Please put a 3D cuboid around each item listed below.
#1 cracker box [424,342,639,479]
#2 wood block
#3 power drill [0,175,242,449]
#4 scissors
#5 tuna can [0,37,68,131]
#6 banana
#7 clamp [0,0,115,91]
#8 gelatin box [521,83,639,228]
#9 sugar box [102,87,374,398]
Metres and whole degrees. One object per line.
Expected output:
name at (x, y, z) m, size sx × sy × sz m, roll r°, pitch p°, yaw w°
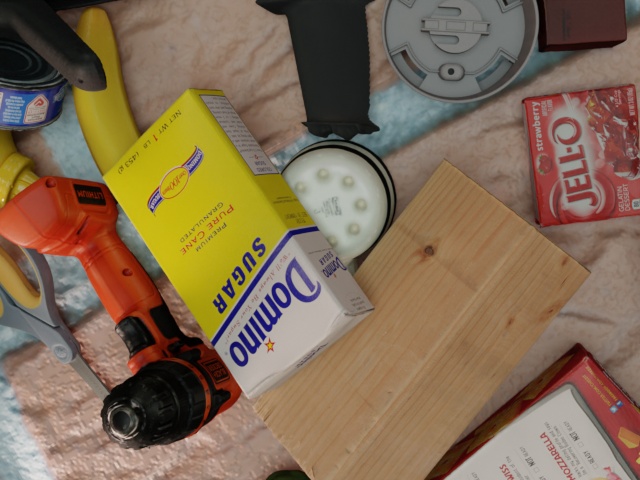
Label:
cracker box at (0.153, 0.201, 0.728) m, size 0.214 × 0.072 × 0.164 m, roll -43°, pitch 86°, yaw 9°
wood block at (0.064, 0.065, 0.694) m, size 0.206 × 0.090 × 0.091 m, roll -52°, pitch 49°, yaw 7°
power drill at (-0.133, 0.048, 0.693) m, size 0.057 × 0.184 × 0.188 m, roll -36°, pitch 83°, yaw 8°
scissors at (-0.203, 0.075, 0.774) m, size 0.096 × 0.016 × 0.201 m, roll -13°, pitch 111°, yaw 29°
tuna can at (-0.213, -0.111, 0.718) m, size 0.086 × 0.086 × 0.034 m, roll 24°, pitch 122°, yaw 2°
banana at (-0.126, -0.066, 0.746) m, size 0.069 × 0.037 × 0.198 m, roll -36°, pitch 93°, yaw -9°
clamp at (-0.185, -0.165, 0.712) m, size 0.210 × 0.164 × 0.036 m, roll 16°, pitch 133°, yaw 22°
gelatin box at (0.177, -0.056, 0.718) m, size 0.073 × 0.030 × 0.089 m, roll -7°, pitch 96°, yaw 6°
sugar box at (-0.054, 0.001, 0.672) m, size 0.093 × 0.048 × 0.176 m, roll -42°, pitch 74°, yaw 25°
